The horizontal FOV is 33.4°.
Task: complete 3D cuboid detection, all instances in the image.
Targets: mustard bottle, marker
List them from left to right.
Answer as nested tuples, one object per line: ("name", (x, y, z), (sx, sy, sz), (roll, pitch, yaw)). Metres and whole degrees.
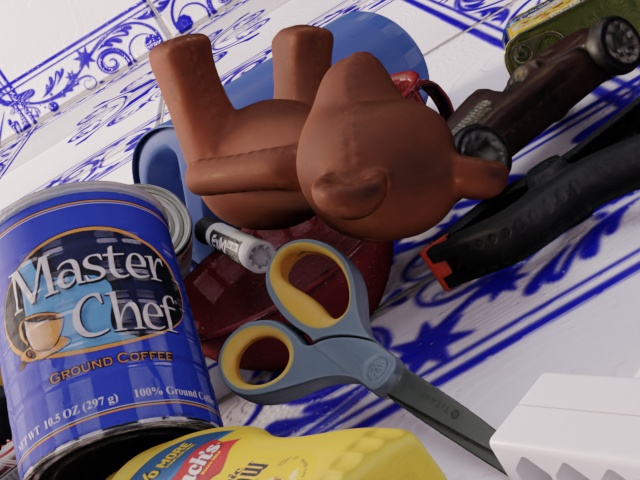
("mustard bottle", (-0.042, 0.119, 0.444), (0.192, 0.058, 0.096), (-10, 34, 50))
("marker", (-0.054, 0.001, 0.649), (0.020, 0.020, 0.121), (-36, 19, -12))

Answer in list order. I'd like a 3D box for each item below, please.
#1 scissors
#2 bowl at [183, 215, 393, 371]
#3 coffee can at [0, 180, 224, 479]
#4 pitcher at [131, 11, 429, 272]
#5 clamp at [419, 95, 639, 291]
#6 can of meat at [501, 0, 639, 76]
("scissors", (0.012, 0.070, 0.482), (0.096, 0.016, 0.202), (-44, 41, 6))
("bowl", (-0.015, 0.028, 0.637), (0.162, 0.055, 0.162), (-28, 19, 10))
("coffee can", (-0.113, 0.055, 0.548), (0.103, 0.102, 0.140), (-28, 59, 13))
("pitcher", (-0.023, -0.076, 0.830), (0.149, 0.145, 0.242), (3, 34, 41))
("clamp", (0.135, -0.031, 0.580), (0.172, 0.039, 0.120), (-28, 5, 19))
("can of meat", (0.182, -0.148, 0.771), (0.102, 0.057, 0.084), (-26, 17, 15))
